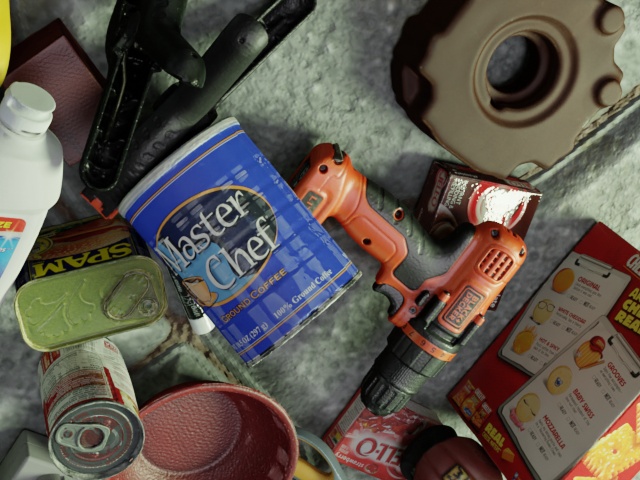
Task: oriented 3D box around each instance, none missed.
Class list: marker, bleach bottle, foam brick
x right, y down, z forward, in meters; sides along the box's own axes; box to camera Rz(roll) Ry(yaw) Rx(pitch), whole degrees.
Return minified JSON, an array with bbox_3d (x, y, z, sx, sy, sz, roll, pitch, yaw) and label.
[{"bbox_3d":[-0.109,0.020,0.818,0.020,0.020,0.121,-23,121,-8],"label":"marker"},{"bbox_3d":[-0.243,-0.001,0.693,0.102,0.068,0.251,19,124,-28],"label":"bleach bottle"},{"bbox_3d":[-0.172,-0.099,0.715,0.053,0.051,0.078,-34,122,0],"label":"foam brick"}]

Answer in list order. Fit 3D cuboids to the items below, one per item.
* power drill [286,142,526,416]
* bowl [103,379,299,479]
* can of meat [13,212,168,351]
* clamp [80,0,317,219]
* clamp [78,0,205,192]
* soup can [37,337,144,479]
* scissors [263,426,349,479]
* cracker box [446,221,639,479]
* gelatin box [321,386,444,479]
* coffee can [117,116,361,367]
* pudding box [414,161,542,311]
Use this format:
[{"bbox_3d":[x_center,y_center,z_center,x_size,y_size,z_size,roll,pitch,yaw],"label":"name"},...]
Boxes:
[{"bbox_3d":[0.038,0.028,0.824,0.187,0.057,0.184,33,102,-14],"label":"power drill"},{"bbox_3d":[-0.102,0.171,0.876,0.162,0.055,0.162,-8,118,-16],"label":"bowl"},{"bbox_3d":[-0.168,0.026,0.761,0.102,0.084,0.057,-14,120,-13],"label":"can of meat"},{"bbox_3d":[-0.089,-0.088,0.708,0.210,0.164,0.036,-43,96,15],"label":"clamp"},{"bbox_3d":[-0.104,-0.123,0.658,0.039,0.171,0.120,26,141,-36],"label":"clamp"},{"bbox_3d":[-0.173,0.121,0.797,0.068,0.102,0.068,-8,118,-16],"label":"soup can"},{"bbox_3d":[0.024,0.238,0.927,0.202,0.016,0.096,40,116,-1],"label":"scissors"},{"bbox_3d":[0.228,0.114,0.902,0.072,0.164,0.214,33,102,-32],"label":"cracker box"},{"bbox_3d":[0.057,0.173,0.949,0.089,0.030,0.073,30,103,-29],"label":"gelatin box"},{"bbox_3d":[-0.055,0.001,0.731,0.103,0.103,0.140,-39,90,3],"label":"coffee can"},{"bbox_3d":[0.119,-0.002,0.876,0.089,0.039,0.114,9,113,-24],"label":"pudding box"}]
